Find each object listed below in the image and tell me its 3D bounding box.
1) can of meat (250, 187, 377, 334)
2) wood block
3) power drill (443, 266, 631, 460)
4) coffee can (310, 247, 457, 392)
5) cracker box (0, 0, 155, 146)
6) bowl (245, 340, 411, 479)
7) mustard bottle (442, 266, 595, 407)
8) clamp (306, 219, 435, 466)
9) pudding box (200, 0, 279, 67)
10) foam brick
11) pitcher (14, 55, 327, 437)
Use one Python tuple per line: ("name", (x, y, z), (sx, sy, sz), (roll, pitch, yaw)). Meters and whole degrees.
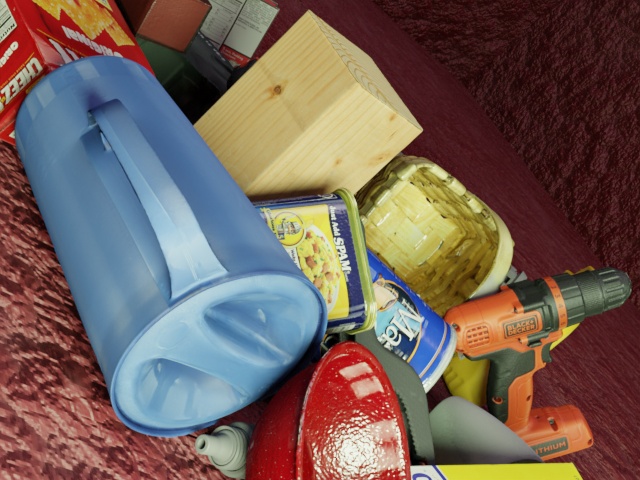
("can of meat", (-0.017, 0.019, 0.732), (0.083, 0.058, 0.102), (-7, 82, -28))
("wood block", (-0.040, -0.057, 0.801), (0.090, 0.206, 0.091), (26, 27, -51))
("power drill", (0.220, 0.122, 1.043), (0.057, 0.184, 0.187), (-110, -173, -65))
("coffee can", (0.028, 0.064, 0.875), (0.140, 0.103, 0.103), (43, 17, -14))
("cracker box", (-0.203, -0.146, 0.835), (0.164, 0.072, 0.214), (26, 27, -53))
("bowl", (0.001, 0.143, 0.636), (0.161, 0.055, 0.162), (-8, 90, -66))
("mustard bottle", (0.214, 0.094, 1.123), (0.058, 0.192, 0.096), (44, 17, -11))
("clamp", (0.013, 0.104, 0.786), (0.036, 0.164, 0.210), (-13, -73, 59))
("pudding box", (-0.111, -0.231, 1.170), (0.090, 0.113, 0.039), (26, 17, -22))
("foam brick", (-0.136, -0.208, 0.926), (0.052, 0.051, 0.078), (15, 30, -36))
("pitcher", (-0.107, -0.015, 0.662), (0.144, 0.149, 0.243), (10, 35, -44))
